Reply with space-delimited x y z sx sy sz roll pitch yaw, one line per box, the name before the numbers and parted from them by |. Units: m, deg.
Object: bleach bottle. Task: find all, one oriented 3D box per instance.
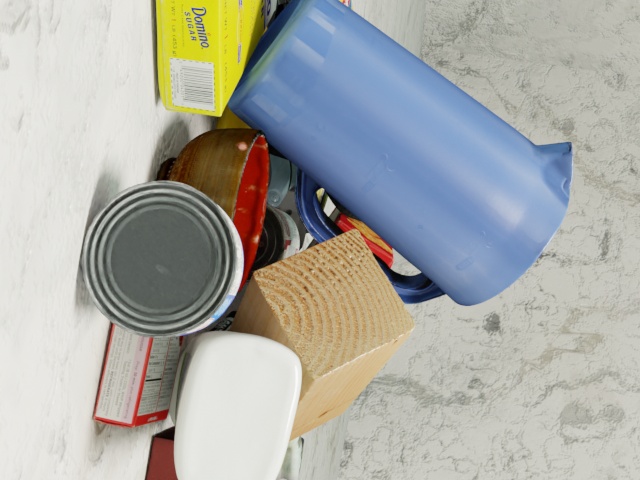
bleach bottle | -0.072 0.102 0.745 0.251 0.068 0.102 -169 -88 -79

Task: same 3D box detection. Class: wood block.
wood block | -0.012 0.086 0.836 0.090 0.090 0.206 59 -25 16

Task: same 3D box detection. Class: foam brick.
foam brick | -0.100 0.177 0.831 0.078 0.053 0.051 28 71 -83

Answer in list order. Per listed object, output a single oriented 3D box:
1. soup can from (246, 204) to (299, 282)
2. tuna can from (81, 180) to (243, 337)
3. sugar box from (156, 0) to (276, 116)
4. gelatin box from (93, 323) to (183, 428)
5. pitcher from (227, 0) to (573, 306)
soup can | -0.056 0.001 0.898 0.102 0.068 0.068 10 89 -83
tuna can | -0.086 0.011 0.593 0.033 0.086 0.086 45 54 -83
sugar box | -0.064 -0.165 0.714 0.176 0.048 0.093 -70 167 -53
gelatin box | -0.113 0.072 0.683 0.073 0.030 0.089 33 67 -81
pitcher | 0.049 -0.063 0.784 0.149 0.242 0.145 -57 -165 -13
